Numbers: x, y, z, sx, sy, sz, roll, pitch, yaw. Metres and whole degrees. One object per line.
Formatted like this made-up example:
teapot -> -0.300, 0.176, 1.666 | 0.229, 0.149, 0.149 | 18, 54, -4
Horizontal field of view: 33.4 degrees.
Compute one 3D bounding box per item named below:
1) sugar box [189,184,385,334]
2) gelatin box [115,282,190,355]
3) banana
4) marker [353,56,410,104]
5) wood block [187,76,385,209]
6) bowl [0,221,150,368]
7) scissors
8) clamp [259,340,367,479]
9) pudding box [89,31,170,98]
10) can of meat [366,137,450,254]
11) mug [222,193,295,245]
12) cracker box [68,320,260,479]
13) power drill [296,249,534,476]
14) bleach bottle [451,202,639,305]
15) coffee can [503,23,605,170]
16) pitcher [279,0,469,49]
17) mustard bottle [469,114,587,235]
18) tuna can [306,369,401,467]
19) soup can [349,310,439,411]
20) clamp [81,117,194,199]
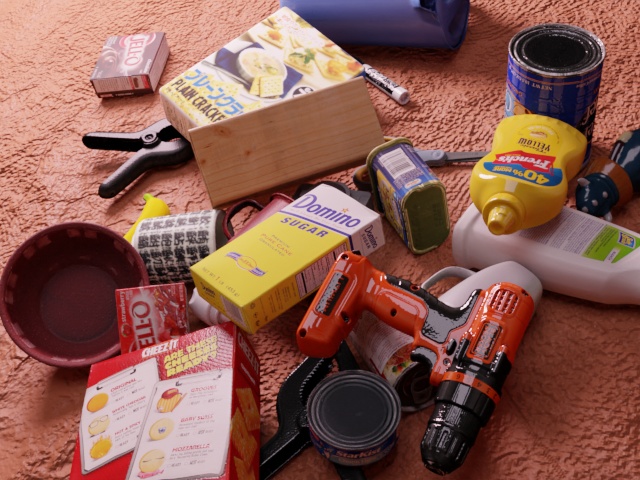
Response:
sugar box -> -0.031, 0.014, 1.061 | 0.176, 0.048, 0.093 | -36, 44, -23
gelatin box -> -0.174, 0.093, 1.121 | 0.073, 0.030, 0.089 | -6, 75, -5
banana -> -0.229, 0.012, 1.255 | 0.070, 0.037, 0.197 | -14, 32, 45
marker -> 0.075, -0.211, 1.398 | 0.020, 0.020, 0.121 | -32, 45, -16
wood block -> -0.038, -0.108, 1.223 | 0.206, 0.091, 0.090 | -18, 88, -5
bowl -> -0.266, 0.063, 1.166 | 0.162, 0.055, 0.162 | 1, 75, -5
scissors -> 0.124, -0.085, 1.257 | 0.202, 0.016, 0.096 | 12, 52, 27
clamp -> -0.014, 0.182, 1.011 | 0.165, 0.036, 0.210 | -3, 49, 14
pudding box -> -0.272, -0.253, 1.532 | 0.090, 0.039, 0.113 | -4, 45, 12
can of meat -> 0.098, -0.047, 1.165 | 0.057, 0.102, 0.084 | -24, 46, -9
mug -> -0.058, 0.001, 1.165 | 0.117, 0.093, 0.081 | 42, 70, 14
cracker box -> -0.141, 0.189, 0.993 | 0.164, 0.072, 0.213 | -18, 36, 12
power drill -> 0.077, 0.099, 0.955 | 0.188, 0.057, 0.184 | 20, 65, 21
bleach bottle -> 0.264, 0.020, 1.072 | 0.251, 0.068, 0.102 | 22, 51, 31
coffee can -> 0.256, -0.154, 1.185 | 0.103, 0.140, 0.103 | -2, 43, 2
pitcher -> 0.077, -0.325, 1.448 | 0.243, 0.149, 0.145 | 4, 62, 25
mustard bottle -> 0.203, -0.061, 1.079 | 0.096, 0.058, 0.191 | 18, 38, 16
tuna can -> 0.031, 0.162, 0.971 | 0.086, 0.034, 0.086 | -2, 47, 2
soup can -> 0.076, 0.107, 1.037 | 0.068, 0.068, 0.102 | -26, 43, -10
clamp -> -0.221, -0.112, 1.374 | 0.171, 0.039, 0.120 | -14, 54, 0
